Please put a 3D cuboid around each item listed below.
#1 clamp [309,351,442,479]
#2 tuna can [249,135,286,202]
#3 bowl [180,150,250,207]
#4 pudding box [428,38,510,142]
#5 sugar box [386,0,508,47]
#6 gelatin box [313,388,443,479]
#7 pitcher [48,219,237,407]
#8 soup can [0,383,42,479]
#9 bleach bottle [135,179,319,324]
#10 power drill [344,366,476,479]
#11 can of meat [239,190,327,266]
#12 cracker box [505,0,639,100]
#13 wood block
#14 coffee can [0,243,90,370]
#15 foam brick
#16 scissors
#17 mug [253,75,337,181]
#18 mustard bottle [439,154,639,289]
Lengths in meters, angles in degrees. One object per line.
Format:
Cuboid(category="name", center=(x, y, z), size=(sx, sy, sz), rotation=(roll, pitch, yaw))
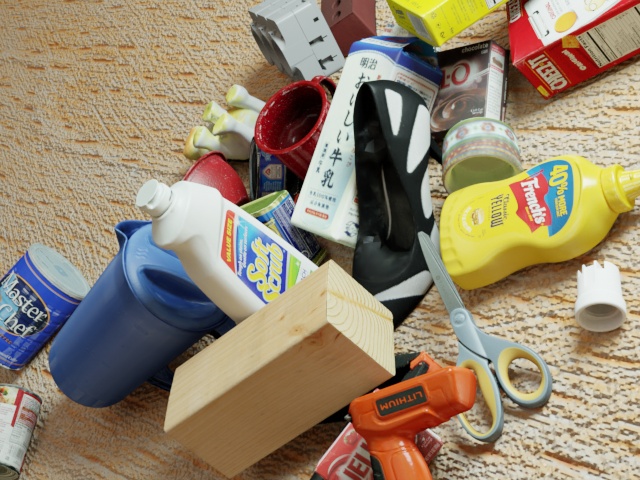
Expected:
Cuboid(category="clamp", center=(0.037, 0.166, 0.965), size=(0.172, 0.039, 0.120), rotation=(-36, 40, 26))
Cuboid(category="tuna can", center=(-0.062, -0.080, 1.236), size=(0.086, 0.033, 0.086), rotation=(179, 90, -80))
Cuboid(category="bowl", center=(-0.126, -0.019, 1.231), size=(0.055, 0.162, 0.162), rotation=(24, 75, 13))
Cuboid(category="pudding box", center=(0.139, -0.151, 1.105), size=(0.114, 0.039, 0.090), rotation=(-5, 75, 43))
Cuboid(category="sugar box", center=(0.158, -0.263, 1.043), size=(0.176, 0.048, 0.093), rotation=(-37, 34, -3))
Cuboid(category="gelatin box", center=(0.049, 0.184, 0.910), size=(0.089, 0.073, 0.030), rotation=(-51, -5, -1))
Cuboid(category="pitcher", center=(-0.197, 0.098, 1.170), size=(0.243, 0.144, 0.149), rotation=(-42, 48, 42))
Cuboid(category="soup can", center=(-0.393, 0.239, 1.329), size=(0.069, 0.068, 0.102), rotation=(-18, 49, 36))
Cuboid(category="bleach bottle", center=(-0.080, 0.027, 1.026), size=(0.068, 0.250, 0.102), rotation=(-7, 55, 43))
Cuboid(category="power drill", center=(0.102, 0.196, 0.817), size=(0.185, 0.057, 0.187), rotation=(-22, 64, 23))
Cuboid(category="can of meat", center=(-0.058, 0.001, 1.150), size=(0.102, 0.084, 0.057), rotation=(-21, 18, 34))
Cuboid(category="cracker box", center=(0.287, -0.252, 1.027), size=(0.214, 0.072, 0.164), rotation=(-26, 42, 31))
Cuboid(category="wood block", center=(-0.039, 0.122, 0.992), size=(0.206, 0.090, 0.090), rotation=(-36, 27, 25))
Cuboid(category="coffee can", center=(-0.390, 0.088, 1.421), size=(0.140, 0.102, 0.103), rotation=(-46, 37, 7))
Cuboid(category="foam brick", center=(0.035, -0.279, 1.328), size=(0.053, 0.051, 0.078), rotation=(-27, 43, 29))
Cuboid(category="scissors", center=(0.141, 0.071, 0.916), size=(0.096, 0.016, 0.202), rotation=(-18, 64, 24))
Cuboid(category="mug", center=(-0.008, -0.123, 1.161), size=(0.093, 0.081, 0.117), rotation=(1, 63, 38))
Cuboid(category="mustard bottle", center=(0.198, -0.024, 0.940), size=(0.192, 0.058, 0.096), rotation=(-19, 48, 35))
